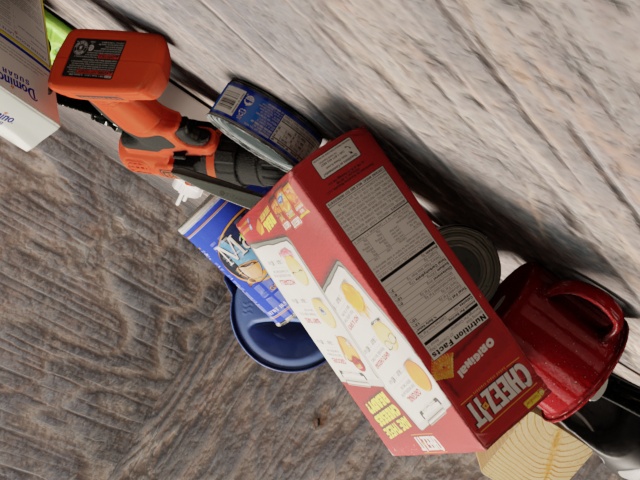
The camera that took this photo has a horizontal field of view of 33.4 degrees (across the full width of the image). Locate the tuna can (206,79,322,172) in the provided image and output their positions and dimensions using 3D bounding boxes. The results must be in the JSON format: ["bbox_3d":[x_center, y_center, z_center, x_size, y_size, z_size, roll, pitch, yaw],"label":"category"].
[{"bbox_3d":[-0.042,-0.085,0.806,0.086,0.034,0.086,32,176,2],"label":"tuna can"}]

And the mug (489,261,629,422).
[{"bbox_3d":[0.164,0.064,0.756,0.081,0.093,0.117,37,144,-4],"label":"mug"}]

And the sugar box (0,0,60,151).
[{"bbox_3d":[-0.266,-0.163,0.872,0.093,0.048,0.176,38,-151,-45],"label":"sugar box"}]

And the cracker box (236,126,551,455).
[{"bbox_3d":[0.042,0.042,0.737,0.214,0.072,0.164,55,160,0],"label":"cracker box"}]

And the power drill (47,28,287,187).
[{"bbox_3d":[-0.120,-0.100,0.883,0.185,0.057,0.187,7,159,25],"label":"power drill"}]

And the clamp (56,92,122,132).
[{"bbox_3d":[-0.232,-0.145,1.192,0.165,0.036,0.209,24,-172,24],"label":"clamp"}]

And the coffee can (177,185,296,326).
[{"bbox_3d":[-0.057,0.001,1.067,0.140,0.103,0.103,45,174,-7],"label":"coffee can"}]

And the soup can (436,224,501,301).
[{"bbox_3d":[0.094,0.022,0.822,0.068,0.068,0.102,33,175,-5],"label":"soup can"}]

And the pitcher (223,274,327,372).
[{"bbox_3d":[-0.023,0.085,1.258,0.243,0.145,0.149,97,156,-88],"label":"pitcher"}]

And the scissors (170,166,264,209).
[{"bbox_3d":[-0.023,-0.038,0.867,0.202,0.096,0.016,36,-160,11],"label":"scissors"}]

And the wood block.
[{"bbox_3d":[0.227,0.196,1.224,0.090,0.091,0.206,32,-163,-13],"label":"wood block"}]
